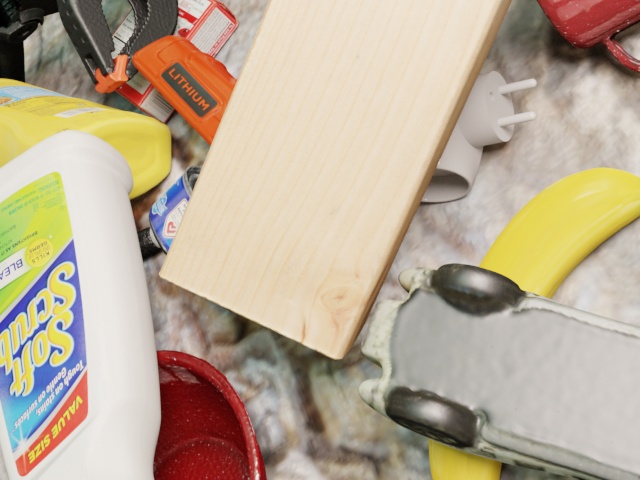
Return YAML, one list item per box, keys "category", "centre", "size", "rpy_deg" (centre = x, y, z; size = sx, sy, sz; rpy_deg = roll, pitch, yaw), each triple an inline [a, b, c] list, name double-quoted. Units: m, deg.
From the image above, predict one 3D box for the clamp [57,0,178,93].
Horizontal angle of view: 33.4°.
- category: "clamp"
  centre: [-0.119, -0.179, 0.693]
  size: [0.039, 0.120, 0.171]
  rpy_deg: [163, 105, -64]

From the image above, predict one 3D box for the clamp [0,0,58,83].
- category: "clamp"
  centre: [-0.212, -0.149, 0.721]
  size: [0.165, 0.209, 0.036]
  rpy_deg: [-37, 84, 24]

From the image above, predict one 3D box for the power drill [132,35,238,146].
- category: "power drill"
  centre: [-0.025, -0.151, 0.638]
  size: [0.188, 0.057, 0.184]
  rpy_deg: [-47, 66, 11]

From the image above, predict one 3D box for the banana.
- category: "banana"
  centre: [0.095, 0.039, 0.500]
  size: [0.070, 0.037, 0.198]
  rpy_deg: [32, 89, 41]

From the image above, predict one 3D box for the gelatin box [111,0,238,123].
- category: "gelatin box"
  centre: [-0.107, -0.133, 0.729]
  size: [0.073, 0.030, 0.089]
  rpy_deg: [36, 90, 41]

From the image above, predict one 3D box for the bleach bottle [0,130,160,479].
- category: "bleach bottle"
  centre: [-0.124, 0.067, 0.555]
  size: [0.103, 0.068, 0.251]
  rpy_deg: [-31, 57, 14]

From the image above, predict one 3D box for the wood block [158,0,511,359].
- category: "wood block"
  centre: [0.017, -0.065, 0.479]
  size: [0.091, 0.090, 0.206]
  rpy_deg: [24, 102, 6]

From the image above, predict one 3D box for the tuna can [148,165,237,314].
- category: "tuna can"
  centre: [-0.054, 0.001, 0.592]
  size: [0.034, 0.086, 0.086]
  rpy_deg: [-44, 51, 13]

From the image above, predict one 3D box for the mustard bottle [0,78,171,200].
- category: "mustard bottle"
  centre: [-0.194, -0.073, 0.722]
  size: [0.192, 0.096, 0.058]
  rpy_deg: [20, 118, 40]

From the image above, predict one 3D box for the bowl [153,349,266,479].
- category: "bowl"
  centre: [-0.084, 0.143, 0.566]
  size: [0.162, 0.055, 0.162]
  rpy_deg: [-16, 60, 29]
